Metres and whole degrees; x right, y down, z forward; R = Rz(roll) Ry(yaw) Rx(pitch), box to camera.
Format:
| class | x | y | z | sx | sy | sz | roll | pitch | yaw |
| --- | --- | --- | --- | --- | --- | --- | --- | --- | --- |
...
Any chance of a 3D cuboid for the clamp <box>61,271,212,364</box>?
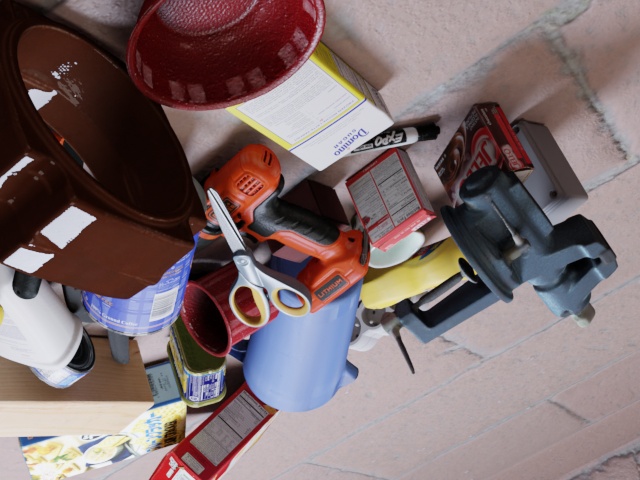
| class | x | y | z | sx | sy | sz | roll | pitch | yaw |
| --- | --- | --- | --- | --- | --- | --- | --- | --- | --- |
| clamp | -0.207 | 0.059 | 1.179 | 0.164 | 0.036 | 0.209 | -34 | 149 | 4 |

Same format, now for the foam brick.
| class | x | y | z | sx | sy | sz | roll | pitch | yaw |
| --- | --- | --- | --- | --- | --- | --- | --- | --- | --- |
| foam brick | -0.019 | -0.020 | 1.159 | 0.078 | 0.053 | 0.051 | -36 | 150 | 26 |

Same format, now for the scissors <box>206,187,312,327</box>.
| class | x | y | z | sx | sy | sz | roll | pitch | yaw |
| --- | --- | --- | --- | --- | --- | --- | --- | --- | --- |
| scissors | -0.057 | 0.022 | 1.060 | 0.096 | 0.016 | 0.202 | 4 | 139 | 4 |

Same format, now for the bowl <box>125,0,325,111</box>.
| class | x | y | z | sx | sy | sz | roll | pitch | yaw |
| --- | --- | --- | --- | --- | --- | --- | --- | --- | --- |
| bowl | -0.080 | -0.174 | 0.837 | 0.162 | 0.055 | 0.162 | -17 | 152 | -10 |

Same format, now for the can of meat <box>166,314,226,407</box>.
| class | x | y | z | sx | sy | sz | roll | pitch | yaw |
| --- | --- | --- | --- | --- | --- | --- | --- | --- | --- |
| can of meat | -0.150 | 0.137 | 1.292 | 0.057 | 0.102 | 0.084 | -13 | 149 | -16 |

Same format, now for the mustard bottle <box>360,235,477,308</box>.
| class | x | y | z | sx | sy | sz | roll | pitch | yaw |
| --- | --- | --- | --- | --- | --- | --- | --- | --- | --- |
| mustard bottle | 0.138 | 0.030 | 1.287 | 0.192 | 0.058 | 0.096 | -22 | -178 | 44 |

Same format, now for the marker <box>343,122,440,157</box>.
| class | x | y | z | sx | sy | sz | roll | pitch | yaw |
| --- | --- | --- | --- | --- | --- | --- | --- | --- | --- |
| marker | 0.069 | -0.105 | 1.109 | 0.121 | 0.020 | 0.020 | -12 | 151 | -19 |

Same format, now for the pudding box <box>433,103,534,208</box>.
| class | x | y | z | sx | sy | sz | roll | pitch | yaw |
| --- | --- | --- | --- | --- | --- | --- | --- | --- | --- |
| pudding box | 0.175 | -0.079 | 1.156 | 0.039 | 0.090 | 0.114 | -9 | 150 | -25 |

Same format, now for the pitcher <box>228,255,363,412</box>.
| class | x | y | z | sx | sy | sz | roll | pitch | yaw |
| --- | --- | --- | --- | --- | --- | --- | --- | --- | --- |
| pitcher | -0.030 | 0.096 | 1.294 | 0.149 | 0.145 | 0.243 | -24 | 151 | -24 |

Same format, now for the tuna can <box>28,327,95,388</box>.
| class | x | y | z | sx | sy | sz | roll | pitch | yaw |
| --- | --- | --- | --- | --- | --- | --- | --- | --- | --- |
| tuna can | -0.288 | 0.117 | 1.171 | 0.034 | 0.086 | 0.086 | -34 | 150 | 18 |

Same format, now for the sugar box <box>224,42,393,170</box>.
| class | x | y | z | sx | sy | sz | roll | pitch | yaw |
| --- | --- | --- | --- | --- | --- | --- | --- | --- | --- |
| sugar box | -0.012 | -0.129 | 0.980 | 0.093 | 0.048 | 0.176 | -32 | 155 | 17 |

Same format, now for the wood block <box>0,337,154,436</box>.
| class | x | y | z | sx | sy | sz | roll | pitch | yaw |
| --- | --- | --- | --- | --- | --- | --- | --- | --- | --- |
| wood block | -0.311 | 0.170 | 1.243 | 0.205 | 0.091 | 0.090 | 9 | 140 | -45 |

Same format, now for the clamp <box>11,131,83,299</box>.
| class | x | y | z | sx | sy | sz | roll | pitch | yaw |
| --- | --- | --- | --- | --- | --- | --- | --- | --- | --- |
| clamp | -0.243 | -0.026 | 0.947 | 0.039 | 0.120 | 0.171 | 17 | 147 | 9 |

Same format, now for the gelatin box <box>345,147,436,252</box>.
| class | x | y | z | sx | sy | sz | roll | pitch | yaw |
| --- | --- | --- | --- | --- | --- | --- | --- | --- | --- |
| gelatin box | 0.075 | -0.044 | 1.145 | 0.073 | 0.089 | 0.030 | -37 | 149 | 25 |

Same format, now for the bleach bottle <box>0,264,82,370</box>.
| class | x | y | z | sx | sy | sz | roll | pitch | yaw |
| --- | --- | --- | --- | --- | --- | --- | --- | --- | --- |
| bleach bottle | -0.308 | 0.040 | 1.019 | 0.102 | 0.068 | 0.251 | 14 | 152 | 11 |

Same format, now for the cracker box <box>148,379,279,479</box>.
| class | x | y | z | sx | sy | sz | roll | pitch | yaw |
| --- | --- | --- | --- | --- | --- | --- | --- | --- | --- |
| cracker box | -0.144 | 0.285 | 1.497 | 0.213 | 0.072 | 0.164 | -41 | 171 | -42 |

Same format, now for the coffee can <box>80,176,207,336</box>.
| class | x | y | z | sx | sy | sz | roll | pitch | yaw |
| --- | --- | --- | --- | --- | --- | --- | --- | --- | --- |
| coffee can | -0.171 | 0.008 | 1.018 | 0.102 | 0.103 | 0.140 | -7 | 138 | -26 |

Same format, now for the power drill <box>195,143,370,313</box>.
| class | x | y | z | sx | sy | sz | roll | pitch | yaw |
| --- | --- | --- | --- | --- | --- | --- | --- | --- | --- |
| power drill | -0.057 | 0.001 | 1.091 | 0.187 | 0.057 | 0.185 | 32 | 132 | -25 |

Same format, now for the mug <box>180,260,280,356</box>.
| class | x | y | z | sx | sy | sz | roll | pitch | yaw |
| --- | --- | --- | --- | --- | --- | --- | --- | --- | --- |
| mug | -0.101 | 0.078 | 1.191 | 0.081 | 0.093 | 0.117 | -29 | 149 | -35 |
